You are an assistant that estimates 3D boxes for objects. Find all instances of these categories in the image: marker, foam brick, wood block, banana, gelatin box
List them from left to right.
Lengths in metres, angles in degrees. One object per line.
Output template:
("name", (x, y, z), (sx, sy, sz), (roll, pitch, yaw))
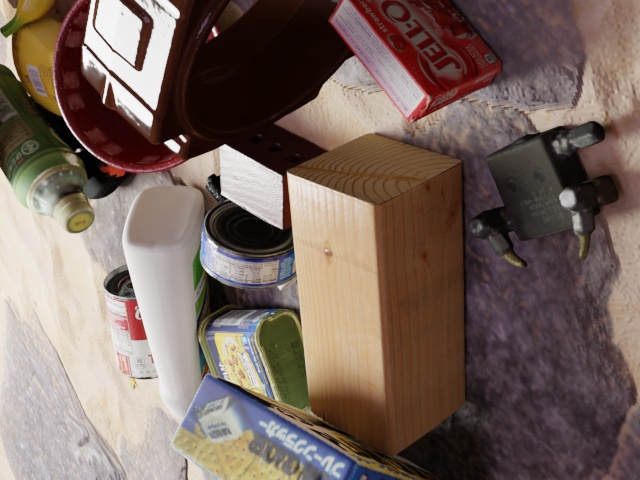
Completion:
("banana", (-0.272, -0.288, 0.971), (0.037, 0.069, 0.198), (-150, 52, -75))
("marker", (-0.062, -0.009, 0.934), (0.121, 0.020, 0.020), (53, 142, 11))
("foam brick", (-0.037, -0.053, 0.850), (0.078, 0.052, 0.051), (29, 132, 35))
("wood block", (0.044, 0.040, 0.783), (0.091, 0.090, 0.206), (23, 128, 41))
("gelatin box", (0.061, -0.125, 0.674), (0.089, 0.073, 0.030), (53, 142, 12))

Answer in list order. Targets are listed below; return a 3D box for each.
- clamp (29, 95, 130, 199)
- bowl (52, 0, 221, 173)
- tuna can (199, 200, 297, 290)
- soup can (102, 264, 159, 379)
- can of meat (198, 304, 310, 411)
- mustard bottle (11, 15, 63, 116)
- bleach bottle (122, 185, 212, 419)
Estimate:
("clamp", (-0.251, -0.076, 1.097), (0.172, 0.039, 0.120), (26, 131, 43))
("bowl", (-0.138, -0.138, 0.882), (0.162, 0.055, 0.162), (4, 101, 20))
("tuna can", (-0.056, 0.001, 0.878), (0.086, 0.085, 0.034), (34, 133, 32))
("soup can", (-0.181, 0.082, 1.090), (0.069, 0.068, 0.102), (24, 130, 39))
("can of meat", (-0.054, 0.110, 0.968), (0.084, 0.057, 0.102), (-4, 109, 48))
("mustard bottle", (-0.208, -0.144, 0.988), (0.192, 0.058, 0.096), (26, 140, 38))
("bleach bottle", (-0.134, 0.077, 1.024), (0.068, 0.102, 0.251), (0, 128, 5))
